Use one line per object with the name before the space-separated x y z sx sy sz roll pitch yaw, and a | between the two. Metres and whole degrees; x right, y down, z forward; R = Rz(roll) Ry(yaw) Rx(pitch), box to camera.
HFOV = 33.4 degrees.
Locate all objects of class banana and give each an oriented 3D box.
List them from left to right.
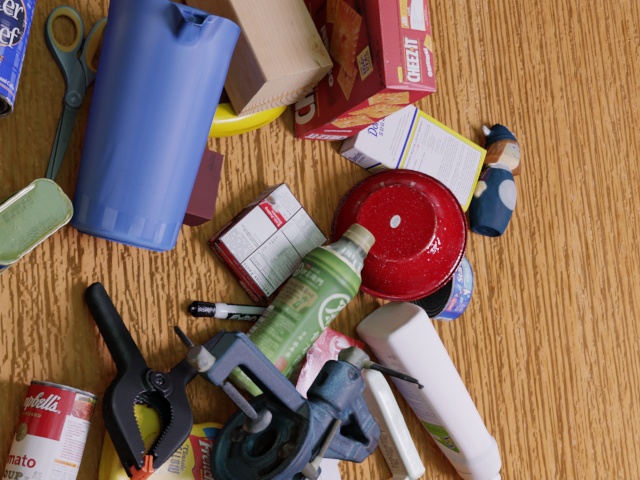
banana | -0.098 -0.152 1.210 0.197 0.037 0.069 -29 78 -32

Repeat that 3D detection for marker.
marker | -0.089 0.079 1.179 0.120 0.020 0.020 7 77 -29

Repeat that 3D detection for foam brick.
foam brick | -0.143 -0.060 1.155 0.052 0.051 0.078 18 73 -27

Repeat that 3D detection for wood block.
wood block | -0.081 -0.255 1.182 0.090 0.090 0.206 -19 79 -32

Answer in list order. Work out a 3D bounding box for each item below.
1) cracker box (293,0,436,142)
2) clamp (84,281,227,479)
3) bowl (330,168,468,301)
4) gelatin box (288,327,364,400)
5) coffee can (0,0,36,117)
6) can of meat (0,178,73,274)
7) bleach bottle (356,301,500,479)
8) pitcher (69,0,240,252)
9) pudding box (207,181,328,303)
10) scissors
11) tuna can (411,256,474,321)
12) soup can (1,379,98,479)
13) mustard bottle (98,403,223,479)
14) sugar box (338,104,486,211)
cracker box | 0.039 -0.215 1.194 0.072 0.214 0.164 1 80 -28
clamp | -0.161 0.146 1.076 0.164 0.036 0.210 17 46 -29
bowl | 0.089 -0.013 1.230 0.162 0.055 0.162 -2 76 7
gelatin box | 0.005 0.146 1.214 0.073 0.030 0.089 25 69 -24
coffee can | -0.337 -0.203 1.039 0.102 0.103 0.140 15 74 -27
can of meat | -0.297 -0.012 1.038 0.102 0.084 0.057 -43 103 -29
bleach bottle | 0.141 0.192 1.256 0.068 0.103 0.251 -35 106 -16
pitcher | -0.175 -0.117 1.076 0.149 0.145 0.243 16 88 -69
pudding box | -0.058 0.001 1.201 0.113 0.039 0.090 -43 103 -27
scissors | -0.273 -0.164 1.120 0.096 0.016 0.201 34 66 -19
tuna can | 0.146 0.054 1.281 0.033 0.086 0.086 11 76 -30
soup can | -0.261 0.193 1.030 0.068 0.069 0.102 21 71 -25
mustard bottle | -0.129 0.234 1.104 0.191 0.058 0.096 19 62 -27
sugar box | 0.115 -0.109 1.318 0.176 0.048 0.093 28 68 -19
